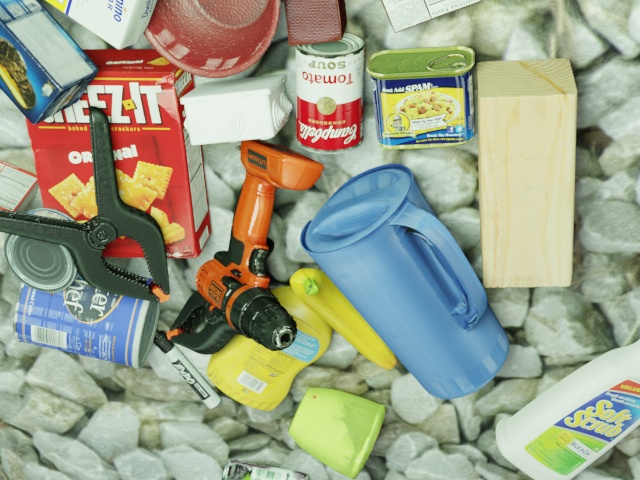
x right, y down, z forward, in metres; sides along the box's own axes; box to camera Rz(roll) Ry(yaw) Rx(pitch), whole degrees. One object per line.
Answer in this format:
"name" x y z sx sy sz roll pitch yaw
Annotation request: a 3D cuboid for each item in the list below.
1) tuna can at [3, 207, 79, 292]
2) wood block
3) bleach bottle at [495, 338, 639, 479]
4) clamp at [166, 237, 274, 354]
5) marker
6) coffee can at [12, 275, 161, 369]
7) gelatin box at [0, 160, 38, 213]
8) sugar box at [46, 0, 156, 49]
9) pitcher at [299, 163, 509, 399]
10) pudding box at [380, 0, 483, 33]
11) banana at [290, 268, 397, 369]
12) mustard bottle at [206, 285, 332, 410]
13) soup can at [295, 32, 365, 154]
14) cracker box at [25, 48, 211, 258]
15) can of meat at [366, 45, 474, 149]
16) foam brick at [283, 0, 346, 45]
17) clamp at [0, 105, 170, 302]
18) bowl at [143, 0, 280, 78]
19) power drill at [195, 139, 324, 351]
"tuna can" -0.286 0.011 1.114 0.086 0.033 0.086 7 121 12
"wood block" 0.201 -0.064 1.045 0.090 0.090 0.206 -1 120 8
"bleach bottle" 0.317 0.171 1.188 0.102 0.068 0.251 36 117 -14
"clamp" -0.102 0.085 1.174 0.039 0.120 0.172 24 129 -37
"marker" -0.161 0.152 1.271 0.020 0.020 0.121 -27 113 22
"coffee can" -0.257 0.079 1.192 0.140 0.102 0.103 12 122 1
"gelatin box" -0.349 -0.051 1.135 0.073 0.089 0.030 22 121 -5
"sugar box" -0.229 -0.263 0.987 0.176 0.048 0.093 34 122 8
"pitcher" 0.102 0.050 1.102 0.145 0.149 0.242 -29 116 16
"pudding box" 0.090 -0.257 0.976 0.090 0.039 0.113 -17 119 17
"banana" 0.018 0.077 1.121 0.037 0.070 0.197 -35 139 11
"mustard bottle" -0.042 0.107 1.203 0.096 0.058 0.192 32 120 -13
"soup can" 0.009 -0.144 1.039 0.068 0.068 0.102 4 121 6
"cracker box" -0.209 -0.086 1.103 0.164 0.072 0.214 2 121 8
"can of meat" 0.100 -0.138 1.036 0.102 0.057 0.084 -2 123 10
"foam brick" -0.006 -0.230 0.999 0.053 0.051 0.078 -2 121 8
"clamp" -0.216 -0.021 1.066 0.164 0.036 0.209 -46 116 5
"bowl" -0.098 -0.236 0.991 0.162 0.055 0.162 12 118 23
"power drill" -0.057 0.001 1.066 0.057 0.185 0.188 12 101 -34
